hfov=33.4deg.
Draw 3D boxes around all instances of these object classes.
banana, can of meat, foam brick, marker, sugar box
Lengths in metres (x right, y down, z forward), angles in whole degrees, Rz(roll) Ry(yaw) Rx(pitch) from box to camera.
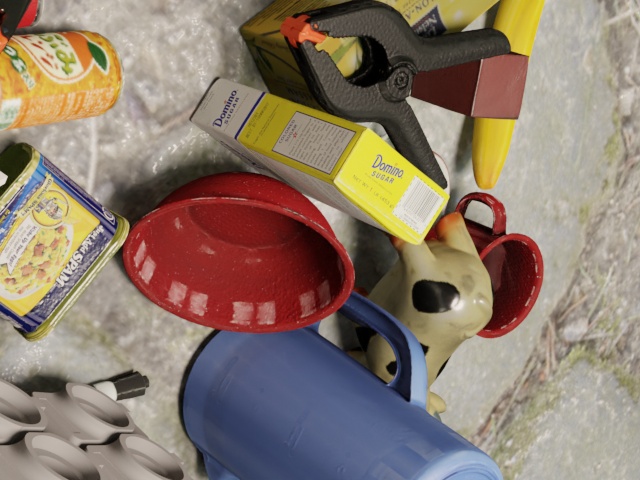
[{"bbox_3d":[0.154,-0.143,0.884,0.069,0.037,0.198,-60,162,-67],"label":"banana"},{"bbox_3d":[-0.189,0.000,0.684,0.102,0.058,0.083,-52,127,-9],"label":"can of meat"},{"bbox_3d":[0.118,-0.130,0.850,0.052,0.078,0.051,-3,110,-36],"label":"foam brick"},{"bbox_3d":[-0.178,0.116,0.761,0.120,0.020,0.020,-13,115,-33],"label":"marker"},{"bbox_3d":[-0.005,-0.057,0.721,0.093,0.176,0.048,36,87,-41],"label":"sugar box"}]

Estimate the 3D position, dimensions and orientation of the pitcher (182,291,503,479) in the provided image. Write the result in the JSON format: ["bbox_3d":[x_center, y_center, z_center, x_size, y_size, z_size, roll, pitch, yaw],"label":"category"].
[{"bbox_3d":[0.019,0.141,0.772,0.144,0.243,0.149,-23,120,-30],"label":"pitcher"}]

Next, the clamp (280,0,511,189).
[{"bbox_3d":[0.053,-0.116,0.705,0.171,0.039,0.120,30,86,-39],"label":"clamp"}]

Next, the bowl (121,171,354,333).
[{"bbox_3d":[-0.055,0.001,0.751,0.162,0.162,0.055,42,41,-39],"label":"bowl"}]

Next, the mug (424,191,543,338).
[{"bbox_3d":[0.131,0.015,0.913,0.093,0.082,0.117,-11,113,-34],"label":"mug"}]
